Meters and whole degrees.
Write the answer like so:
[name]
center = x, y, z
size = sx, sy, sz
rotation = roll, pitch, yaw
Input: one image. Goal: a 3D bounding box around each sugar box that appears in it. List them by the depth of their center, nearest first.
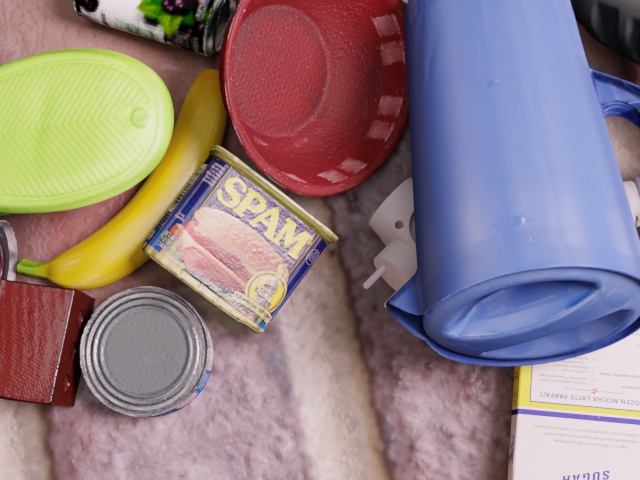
[sugar box]
center = 0.172, 0.090, 0.692
size = 0.093, 0.048, 0.176
rotation = 5, 82, 6

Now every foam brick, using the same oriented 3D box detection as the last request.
[foam brick]
center = -0.188, 0.069, 0.709
size = 0.051, 0.053, 0.078
rotation = 9, 80, 4

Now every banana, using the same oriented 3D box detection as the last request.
[banana]
center = -0.121, -0.031, 0.732
size = 0.069, 0.037, 0.197
rotation = 43, 84, 9

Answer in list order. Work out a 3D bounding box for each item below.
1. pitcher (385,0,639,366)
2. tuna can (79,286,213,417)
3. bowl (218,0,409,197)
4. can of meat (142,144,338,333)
[pitcher]
center = 0.126, -0.055, 0.650
size = 0.149, 0.145, 0.243
rotation = 16, 56, -31
[tuna can]
center = -0.115, 0.075, 0.714
size = 0.086, 0.034, 0.086
rotation = -1, 79, 2
[bowl]
center = -0.012, -0.112, 0.709
size = 0.055, 0.161, 0.162
rotation = 12, 76, 49
[can of meat]
center = -0.055, 0.001, 0.702
size = 0.102, 0.057, 0.084
rotation = 38, 85, -15
